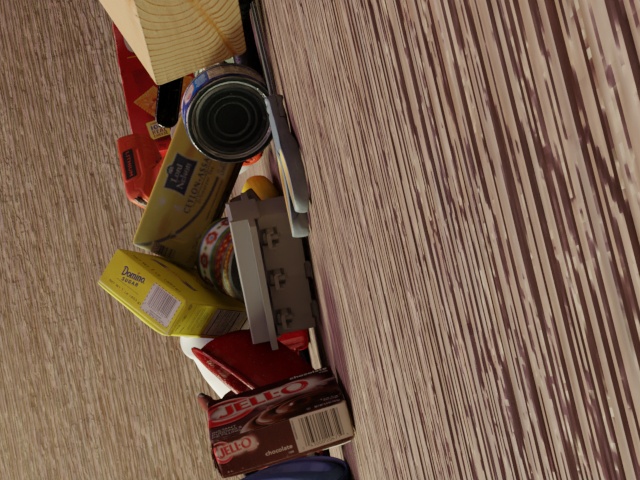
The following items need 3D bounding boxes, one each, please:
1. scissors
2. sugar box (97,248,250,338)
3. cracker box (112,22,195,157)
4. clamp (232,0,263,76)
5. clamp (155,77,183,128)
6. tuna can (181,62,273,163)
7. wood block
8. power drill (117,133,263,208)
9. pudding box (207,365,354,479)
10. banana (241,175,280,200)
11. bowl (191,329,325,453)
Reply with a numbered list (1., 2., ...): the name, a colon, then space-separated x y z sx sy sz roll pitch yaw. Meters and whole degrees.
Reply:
1. scissors: -0.033 -0.101 0.854 0.096 0.016 0.202 -174 73 -83
2. sugar box: -0.129 0.055 1.047 0.093 0.048 0.176 35 -170 22
3. cracker box: -0.189 -0.211 1.474 0.072 0.164 0.214 96 161 -69
4. clamp: -0.081 -0.218 1.010 0.171 0.039 0.120 83 164 -70
5. clamp: -0.150 -0.235 1.128 0.165 0.036 0.210 122 148 -47
6. tuna can: -0.081 -0.114 0.959 0.034 0.086 0.086 -113 13 -60
7. wood block: -0.153 -0.243 0.967 0.206 0.090 0.091 53 160 41
8. power drill: -0.153 -0.133 1.237 0.057 0.188 0.184 24 -138 -46
9. pudding box: -0.035 0.146 0.866 0.090 0.113 0.039 -121 17 -76
10. banana: -0.062 -0.043 1.203 0.069 0.037 0.198 56 176 1
11. bowl: -0.045 0.133 1.021 0.162 0.055 0.162 35 166 10
